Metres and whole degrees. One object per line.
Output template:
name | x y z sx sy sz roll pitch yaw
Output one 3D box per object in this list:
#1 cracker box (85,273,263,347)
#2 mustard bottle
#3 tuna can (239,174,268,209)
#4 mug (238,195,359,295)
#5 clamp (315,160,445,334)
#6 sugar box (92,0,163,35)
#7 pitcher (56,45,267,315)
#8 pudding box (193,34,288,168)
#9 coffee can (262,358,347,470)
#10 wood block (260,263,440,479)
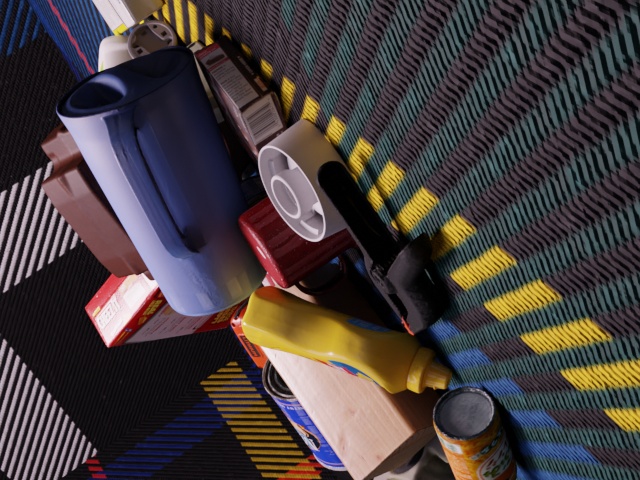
cracker box | -0.162 0.048 1.334 0.213 0.164 0.072 -6 -125 -53
mustard bottle | 0.029 0.097 0.983 0.192 0.058 0.096 17 173 19
tuna can | -0.069 -0.028 1.139 0.034 0.086 0.086 51 170 36
mug | -0.017 0.000 0.988 0.117 0.081 0.093 61 170 -26
clamp | 0.051 0.011 0.820 0.120 0.039 0.171 52 170 32
sugar box | -0.226 -0.285 1.194 0.093 0.048 0.176 59 167 -15
pitcher | -0.139 -0.046 1.003 0.145 0.149 0.243 7 130 43
pudding box | -0.065 -0.117 0.964 0.090 0.039 0.113 52 169 32
coffee can | 0.009 0.184 1.231 0.103 0.102 0.140 44 168 52
wood block | 0.028 0.130 1.087 0.206 0.090 0.090 53 -153 21
